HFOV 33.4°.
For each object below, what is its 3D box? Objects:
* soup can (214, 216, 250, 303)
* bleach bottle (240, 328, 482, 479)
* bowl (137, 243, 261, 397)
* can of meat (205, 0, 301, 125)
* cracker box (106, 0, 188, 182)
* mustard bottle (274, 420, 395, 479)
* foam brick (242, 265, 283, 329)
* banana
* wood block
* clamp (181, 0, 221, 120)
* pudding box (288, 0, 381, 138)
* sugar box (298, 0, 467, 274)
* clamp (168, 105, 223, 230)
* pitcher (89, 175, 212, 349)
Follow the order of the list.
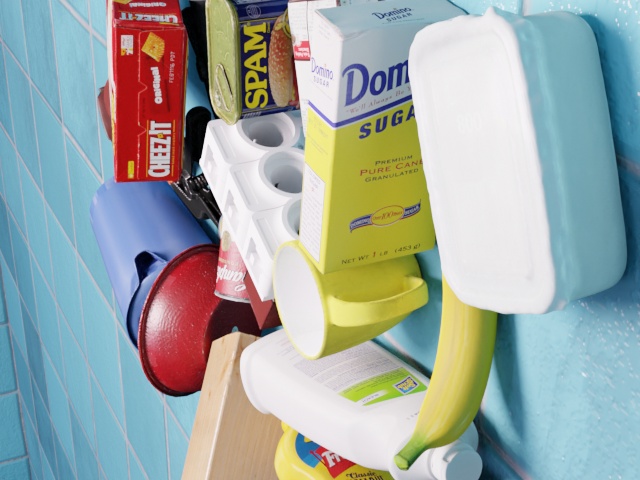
[{"bbox_3d":[-0.056,0.001,0.959,0.069,0.068,0.102,19,104,63],"label":"soup can"},{"bbox_3d":[0.032,0.128,0.803,0.251,0.102,0.068,25,134,61],"label":"bleach bottle"},{"bbox_3d":[-0.107,0.087,1.074,0.055,0.161,0.162,14,118,34],"label":"bowl"},{"bbox_3d":[-0.042,-0.150,0.855,0.057,0.083,0.102,42,139,53],"label":"can of meat"},{"bbox_3d":[-0.173,-0.181,1.054,0.214,0.072,0.164,-108,20,-53],"label":"cracker box"},{"bbox_3d":[0.016,0.194,0.881,0.192,0.096,0.058,51,133,47],"label":"mustard bottle"},{"bbox_3d":[-0.018,0.035,0.904,0.051,0.078,0.053,114,140,-55],"label":"foam brick"},{"bbox_3d":[0.088,0.049,0.683,0.037,0.069,0.198,11,98,32],"label":"banana"},{"bbox_3d":[-0.070,0.198,0.978,0.090,0.090,0.206,152,132,-66],"label":"wood block"},{"bbox_3d":[-0.105,-0.175,1.046,0.120,0.039,0.171,-179,76,-83],"label":"clamp"},{"bbox_3d":[0.015,-0.129,0.797,0.090,0.039,0.113,20,121,62],"label":"pudding box"},{"bbox_3d":[0.039,-0.068,0.703,0.048,0.093,0.176,51,146,45],"label":"sugar box"},{"bbox_3d":[-0.123,-0.055,1.137,0.164,0.036,0.210,69,162,-7],"label":"clamp"},{"bbox_3d":[-0.182,0.025,1.228,0.243,0.144,0.149,53,135,51],"label":"pitcher"}]
